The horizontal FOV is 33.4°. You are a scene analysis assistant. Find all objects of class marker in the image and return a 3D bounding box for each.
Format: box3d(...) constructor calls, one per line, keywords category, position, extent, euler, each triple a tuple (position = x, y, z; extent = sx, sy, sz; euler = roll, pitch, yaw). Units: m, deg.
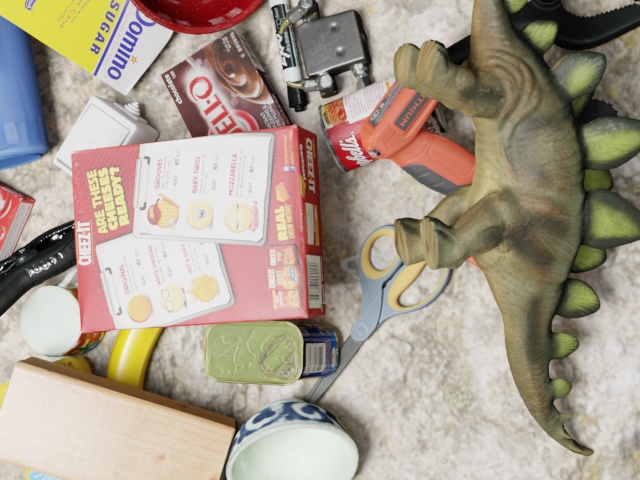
box3d(category="marker", position=(-0.031, -0.184, 1.038), extent=(0.020, 0.020, 0.121), euler=(-12, 85, 16))

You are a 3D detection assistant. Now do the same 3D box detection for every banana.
box3d(category="banana", position=(-0.176, 0.123, 1.062), extent=(0.069, 0.037, 0.198), euler=(8, 92, -4))

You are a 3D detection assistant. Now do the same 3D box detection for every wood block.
box3d(category="wood block", position=(-0.190, 0.182, 0.995), extent=(0.206, 0.091, 0.090), euler=(18, 86, -3))

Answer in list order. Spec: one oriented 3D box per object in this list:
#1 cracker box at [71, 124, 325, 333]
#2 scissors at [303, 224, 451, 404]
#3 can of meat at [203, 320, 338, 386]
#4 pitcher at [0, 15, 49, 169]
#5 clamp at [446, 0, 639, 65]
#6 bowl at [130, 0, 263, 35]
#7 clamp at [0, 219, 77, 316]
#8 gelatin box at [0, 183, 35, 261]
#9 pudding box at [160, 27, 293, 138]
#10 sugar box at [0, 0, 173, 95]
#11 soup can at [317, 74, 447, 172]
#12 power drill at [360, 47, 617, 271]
box3d(category="cracker box", position=(-0.106, -0.007, 0.940), extent=(0.214, 0.072, 0.164), euler=(-5, 86, 17))
box3d(category="scissors", position=(0.033, 0.065, 1.010), extent=(0.202, 0.016, 0.096), euler=(-39, 76, 12))
box3d(category="can of meat", position=(-0.043, 0.103, 0.988), extent=(0.102, 0.083, 0.057), euler=(-1, 85, 26))
box3d(category="pitcher", position=(-0.351, -0.193, 1.063), extent=(0.145, 0.149, 0.243), euler=(-13, 91, 33))
box3d(category="clamp", position=(0.201, -0.232, 0.961), extent=(0.210, 0.036, 0.164), euler=(2, 89, 15))
box3d(category="bowl", position=(-0.124, -0.280, 1.029), extent=(0.162, 0.055, 0.162), euler=(-3, 102, -16))
box3d(category="clamp", position=(-0.290, 0.032, 1.054), extent=(0.171, 0.120, 0.039), euler=(-32, 123, -8))
box3d(category="gelatin box", position=(-0.352, -0.019, 1.120), extent=(0.073, 0.030, 0.089), euler=(26, 96, 15))
box3d(category="pudding box", position=(-0.091, -0.135, 1.043), extent=(0.090, 0.039, 0.113), euler=(-30, 80, 14))
box3d(category="sugar box", position=(-0.232, -0.223, 1.024), extent=(0.093, 0.176, 0.048), euler=(-52, 36, 9))
box3d(category="soup can", position=(0.057, -0.112, 0.983), extent=(0.102, 0.068, 0.068), euler=(-21, 82, 14))
box3d(category="power drill", position=(0.144, -0.085, 0.924), extent=(0.187, 0.057, 0.184), euler=(36, 97, -14))
